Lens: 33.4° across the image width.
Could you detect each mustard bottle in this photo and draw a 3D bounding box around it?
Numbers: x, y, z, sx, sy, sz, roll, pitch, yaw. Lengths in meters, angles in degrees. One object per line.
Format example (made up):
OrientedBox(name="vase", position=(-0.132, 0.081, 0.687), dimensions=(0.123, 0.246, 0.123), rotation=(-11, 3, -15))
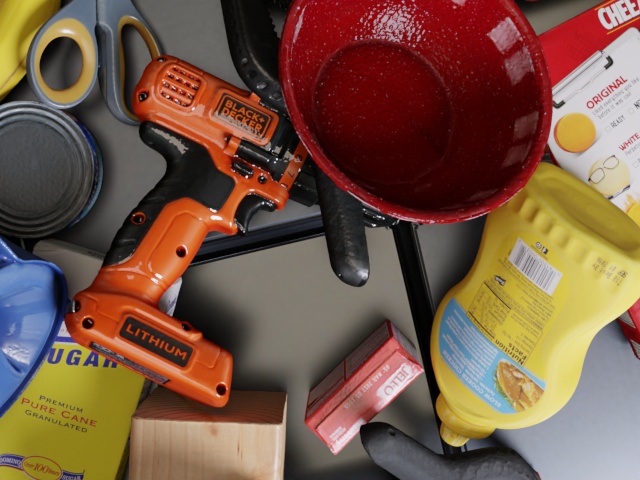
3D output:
OrientedBox(name="mustard bottle", position=(0.116, 0.055, 0.638), dimensions=(0.096, 0.058, 0.192), rotation=(43, 129, 27))

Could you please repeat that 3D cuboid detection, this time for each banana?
OrientedBox(name="banana", position=(-0.220, -0.116, 0.676), dimensions=(0.070, 0.037, 0.198), rotation=(37, 92, 16))

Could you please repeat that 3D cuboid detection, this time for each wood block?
OrientedBox(name="wood block", position=(-0.070, 0.203, 0.662), dimensions=(0.090, 0.091, 0.206), rotation=(2, 94, 1))

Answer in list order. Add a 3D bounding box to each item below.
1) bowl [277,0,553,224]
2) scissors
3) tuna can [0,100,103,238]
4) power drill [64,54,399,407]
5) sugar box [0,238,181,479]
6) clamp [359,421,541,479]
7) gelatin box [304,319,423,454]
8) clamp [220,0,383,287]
OrientedBox(name="bowl", position=(0.046, -0.081, 0.594), dimensions=(0.162, 0.055, 0.162), rotation=(5, 75, -19))
OrientedBox(name="scissors", position=(-0.149, -0.167, 0.662), dimensions=(0.096, 0.016, 0.202), rotation=(-16, 95, -28))
OrientedBox(name="tuna can", position=(-0.183, -0.045, 0.678), dimensions=(0.086, 0.034, 0.086), rotation=(0, 93, 1))
OrientedBox(name="power drill", position=(-0.054, 0.001, 0.643), dimensions=(0.184, 0.057, 0.187), rotation=(26, 71, -6))
OrientedBox(name="sugar box", position=(-0.158, 0.095, 0.680), dimensions=(0.093, 0.048, 0.176), rotation=(16, 95, 0))
OrientedBox(name="clamp", position=(0.063, 0.160, 0.655), dimensions=(0.171, 0.039, 0.120), rotation=(17, 135, -32))
OrientedBox(name="gelatin box", position=(0.027, 0.088, 0.654), dimensions=(0.073, 0.089, 0.030), rotation=(-44, 91, 3))
OrientedBox(name="clamp", position=(0.019, -0.097, 0.642), dimensions=(0.164, 0.036, 0.210), rotation=(-34, 89, -30))
